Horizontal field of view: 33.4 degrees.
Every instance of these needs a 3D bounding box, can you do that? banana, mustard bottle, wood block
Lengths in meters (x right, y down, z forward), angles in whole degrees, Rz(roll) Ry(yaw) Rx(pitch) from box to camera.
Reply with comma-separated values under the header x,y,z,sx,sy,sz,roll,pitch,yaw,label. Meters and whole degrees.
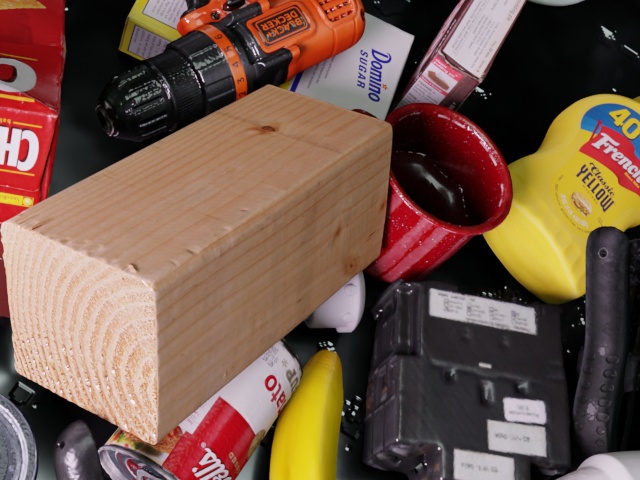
x,y,z,sx,sy,sz,roll,pitch,yaw,label
0.001,0.156,0.592,0.069,0.037,0.198,12,60,-50,banana
0.193,-0.047,0.742,0.191,0.058,0.096,-40,93,-31,mustard bottle
-0.053,0.000,0.552,0.091,0.090,0.205,21,35,26,wood block

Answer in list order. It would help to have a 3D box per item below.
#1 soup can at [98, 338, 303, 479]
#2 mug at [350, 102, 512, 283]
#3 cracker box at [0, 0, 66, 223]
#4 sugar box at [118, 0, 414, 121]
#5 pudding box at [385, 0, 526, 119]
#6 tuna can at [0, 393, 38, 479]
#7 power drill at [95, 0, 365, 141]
x,y,z,sx,sy,sz,roll,pitch,yaw,label
-0.063,0.094,0.578,0.068,0.069,0.102,36,59,0,soup can
0.049,-0.032,0.664,0.117,0.082,0.093,39,50,-2,mug
-0.219,-0.098,0.555,0.164,0.072,0.214,7,29,-17,cracker box
-0.033,-0.131,0.710,0.176,0.048,0.093,27,61,-9,sugar box
0.097,-0.132,0.730,0.039,0.090,0.113,32,60,-4,pudding box
-0.188,0.116,0.543,0.086,0.034,0.086,8,63,-16,tuna can
-0.087,-0.164,0.646,0.184,0.057,0.188,-29,84,-28,power drill
